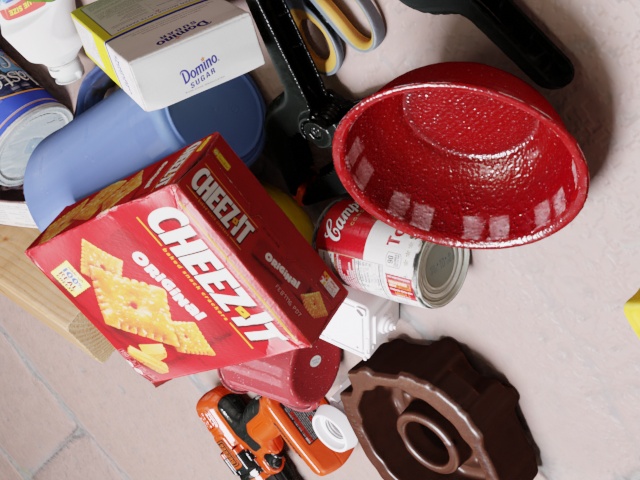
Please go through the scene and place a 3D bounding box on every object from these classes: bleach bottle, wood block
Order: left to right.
[{"bbox_3d":[-0.257,-0.251,0.926,0.103,0.068,0.251,-6,127,15],"label":"bleach bottle"},{"bbox_3d":[-0.304,0.041,1.203,0.206,0.090,0.090,28,161,31],"label":"wood block"}]

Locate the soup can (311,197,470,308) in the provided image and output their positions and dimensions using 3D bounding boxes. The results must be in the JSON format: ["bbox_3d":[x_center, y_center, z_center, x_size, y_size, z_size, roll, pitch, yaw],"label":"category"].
[{"bbox_3d":[0.053,0.009,0.807,0.102,0.068,0.068,14,131,41],"label":"soup can"}]

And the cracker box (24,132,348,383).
[{"bbox_3d":[-0.111,0.025,0.839,0.214,0.072,0.164,-18,119,45],"label":"cracker box"}]

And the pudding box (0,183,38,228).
[{"bbox_3d":[-0.296,-0.051,1.132,0.114,0.089,0.039,2,123,49],"label":"pudding box"}]

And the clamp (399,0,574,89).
[{"bbox_3d":[0.086,-0.172,0.633,0.172,0.039,0.120,33,140,25],"label":"clamp"}]

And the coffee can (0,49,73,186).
[{"bbox_3d":[-0.338,-0.138,1.092,0.140,0.102,0.103,41,144,15],"label":"coffee can"}]

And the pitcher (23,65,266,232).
[{"bbox_3d":[-0.153,-0.083,0.922,0.149,0.144,0.243,47,143,-15],"label":"pitcher"}]

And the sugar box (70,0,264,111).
[{"bbox_3d":[-0.117,-0.150,0.786,0.176,0.093,0.048,45,156,55],"label":"sugar box"}]

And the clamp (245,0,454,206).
[{"bbox_3d":[0.014,-0.088,0.782,0.165,0.036,0.210,28,148,14],"label":"clamp"}]

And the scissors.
[{"bbox_3d":[-0.034,-0.197,0.767,0.202,0.016,0.096,44,146,11],"label":"scissors"}]

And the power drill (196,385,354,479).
[{"bbox_3d":[-0.041,0.218,1.108,0.184,0.057,0.188,52,145,0],"label":"power drill"}]

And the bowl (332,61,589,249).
[{"bbox_3d":[0.091,-0.062,0.678,0.162,0.055,0.162,11,147,7],"label":"bowl"}]

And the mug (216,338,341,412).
[{"bbox_3d":[-0.033,0.114,0.982,0.082,0.093,0.117,12,132,37],"label":"mug"}]
